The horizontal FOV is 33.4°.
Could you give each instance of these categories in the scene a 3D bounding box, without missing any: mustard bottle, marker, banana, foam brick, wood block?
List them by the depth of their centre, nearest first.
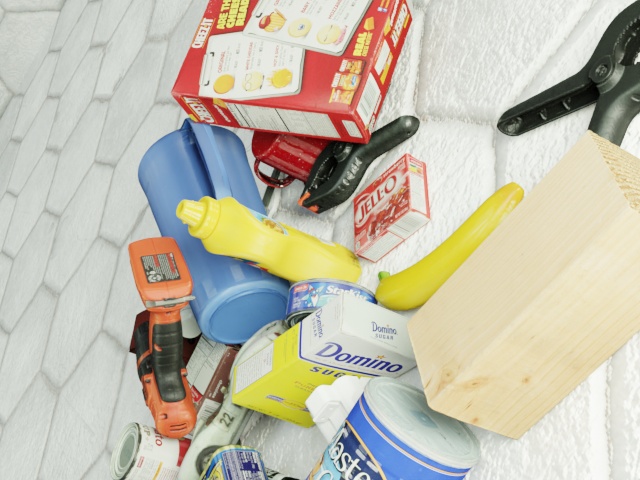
[{"bbox_3d":[0.164,0.037,0.758,0.206,0.090,0.091,-51,31,28],"label":"wood block"},{"bbox_3d":[0.104,0.017,0.937,0.198,0.037,0.069,-35,41,45],"label":"banana"},{"bbox_3d":[-0.049,0.236,1.056,0.121,0.020,0.020,-3,66,60],"label":"marker"},{"bbox_3d":[-0.057,0.002,1.063,0.058,0.191,0.096,-64,29,4],"label":"mustard bottle"},{"bbox_3d":[-0.191,0.122,1.333,0.051,0.078,0.053,-26,50,51],"label":"foam brick"}]

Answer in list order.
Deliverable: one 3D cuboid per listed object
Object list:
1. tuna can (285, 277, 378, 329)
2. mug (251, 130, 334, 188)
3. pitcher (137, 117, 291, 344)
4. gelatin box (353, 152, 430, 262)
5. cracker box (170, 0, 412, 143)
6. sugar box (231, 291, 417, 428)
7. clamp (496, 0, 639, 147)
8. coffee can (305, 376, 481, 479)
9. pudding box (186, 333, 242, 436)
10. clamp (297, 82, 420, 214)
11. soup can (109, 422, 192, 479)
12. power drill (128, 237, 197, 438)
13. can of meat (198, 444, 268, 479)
[{"bbox_3d":[0.010,0.068,1.010,0.086,0.086,0.033,-27,48,51],"label":"tuna can"},{"bbox_3d":[-0.032,-0.107,1.225,0.117,0.081,0.093,-47,33,33],"label":"mug"},{"bbox_3d":[-0.116,-0.013,1.200,0.145,0.149,0.243,-39,51,19],"label":"pitcher"},{"bbox_3d":[0.068,-0.031,1.045,0.089,0.030,0.073,-40,37,40],"label":"gelatin box"},{"bbox_3d":[-0.028,-0.195,1.131,0.214,0.072,0.164,9,67,24],"label":"cracker box"},{"bbox_3d":[0.004,0.114,0.977,0.177,0.093,0.048,-36,40,45],"label":"sugar box"},{"bbox_3d":[0.224,-0.124,0.834,0.210,0.036,0.165,-55,30,17],"label":"clamp"},{"bbox_3d":[0.045,0.192,0.834,0.140,0.102,0.103,-59,28,15],"label":"coffee can"},{"bbox_3d":[-0.129,0.163,1.233,0.113,0.039,0.090,-63,25,1],"label":"pudding box"},{"bbox_3d":[0.040,-0.093,1.135,0.171,0.039,0.120,-57,25,14],"label":"clamp"},{"bbox_3d":[-0.171,0.246,1.175,0.069,0.102,0.068,-41,36,40],"label":"soup can"},{"bbox_3d":[-0.173,0.093,1.159,0.184,0.057,0.188,-123,28,-52],"label":"power drill"},{"bbox_3d":[-0.085,0.261,1.034,0.102,0.057,0.084,-61,34,33],"label":"can of meat"}]
